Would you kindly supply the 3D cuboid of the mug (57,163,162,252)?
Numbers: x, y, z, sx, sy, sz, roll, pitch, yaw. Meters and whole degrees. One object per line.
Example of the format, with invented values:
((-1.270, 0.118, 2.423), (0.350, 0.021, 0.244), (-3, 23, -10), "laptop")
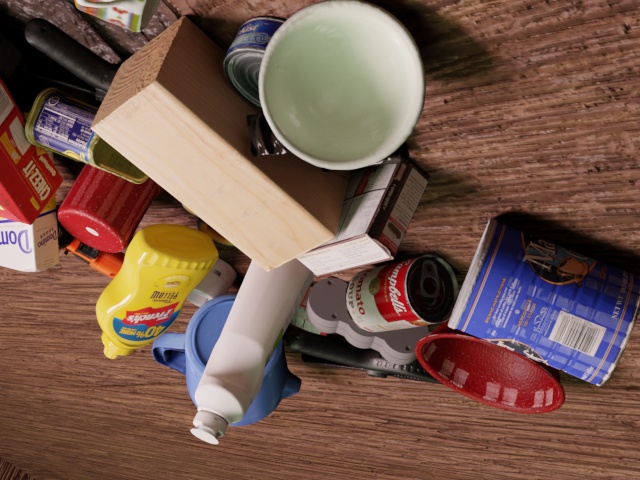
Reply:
((-0.231, -0.036, 1.160), (0.093, 0.081, 0.117), (24, 154, 3), "mug")

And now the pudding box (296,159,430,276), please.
((0.035, -0.020, 0.948), (0.039, 0.090, 0.114), (37, 151, -23), "pudding box")

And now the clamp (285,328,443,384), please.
((0.061, 0.138, 1.238), (0.210, 0.036, 0.164), (9, 170, 15), "clamp")

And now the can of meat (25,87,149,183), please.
((-0.213, -0.098, 1.016), (0.084, 0.057, 0.102), (22, 180, 27), "can of meat")

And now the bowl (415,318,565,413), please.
((0.183, 0.119, 1.115), (0.162, 0.055, 0.162), (20, 154, 10), "bowl")

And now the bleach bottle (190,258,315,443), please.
((-0.057, 0.073, 1.017), (0.068, 0.250, 0.103), (22, 154, 6), "bleach bottle")

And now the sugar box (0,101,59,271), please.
((-0.330, -0.059, 1.135), (0.093, 0.048, 0.176), (11, 109, 27), "sugar box")

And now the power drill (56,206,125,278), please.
((-0.258, 0.019, 1.268), (0.187, 0.057, 0.184), (33, 176, -13), "power drill")

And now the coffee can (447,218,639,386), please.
((0.195, 0.053, 0.930), (0.140, 0.102, 0.103), (21, 154, 7), "coffee can")

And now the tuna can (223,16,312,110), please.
((-0.034, -0.137, 0.855), (0.086, 0.033, 0.086), (20, 154, 10), "tuna can")

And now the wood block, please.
((-0.080, -0.078, 0.915), (0.090, 0.090, 0.206), (-28, 124, 36), "wood block")

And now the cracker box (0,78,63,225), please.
((-0.378, -0.106, 1.033), (0.214, 0.072, 0.164), (13, 147, 25), "cracker box")

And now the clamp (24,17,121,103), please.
((-0.193, -0.145, 0.965), (0.171, 0.039, 0.120), (22, 173, 0), "clamp")

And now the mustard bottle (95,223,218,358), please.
((-0.197, 0.066, 1.193), (0.096, 0.058, 0.192), (4, 134, -41), "mustard bottle")

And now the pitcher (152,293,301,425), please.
((-0.112, 0.140, 1.276), (0.145, 0.149, 0.243), (58, 169, 13), "pitcher")

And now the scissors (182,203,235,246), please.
((-0.058, 0.001, 1.153), (0.202, 0.016, 0.096), (25, 156, 1), "scissors")

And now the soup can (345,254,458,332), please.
((0.080, 0.055, 1.072), (0.068, 0.068, 0.102), (37, 152, -23), "soup can")
